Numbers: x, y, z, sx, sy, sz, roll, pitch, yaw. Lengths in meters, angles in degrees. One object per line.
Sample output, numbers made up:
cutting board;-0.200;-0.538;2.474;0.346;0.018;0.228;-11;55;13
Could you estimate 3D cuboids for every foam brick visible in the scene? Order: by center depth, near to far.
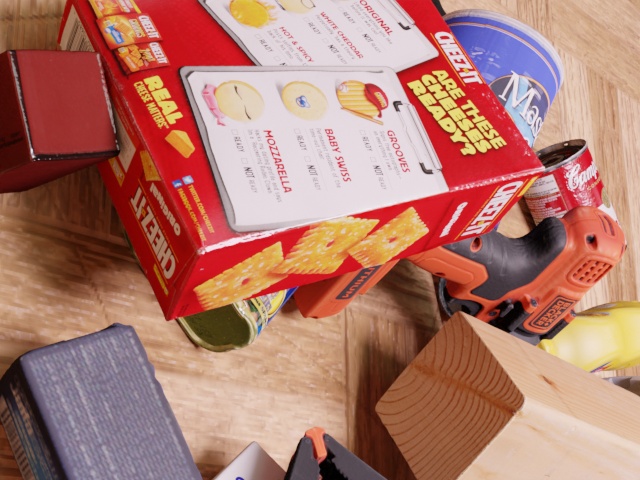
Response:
foam brick;-0.143;-0.054;0.505;0.051;0.078;0.053;-11;89;-51

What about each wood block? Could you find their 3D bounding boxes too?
wood block;0.150;0.135;0.710;0.205;0.090;0.091;26;20;-36

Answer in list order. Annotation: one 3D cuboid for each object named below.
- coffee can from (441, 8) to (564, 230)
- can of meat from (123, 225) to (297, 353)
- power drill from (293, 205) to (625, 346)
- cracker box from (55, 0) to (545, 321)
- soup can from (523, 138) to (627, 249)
coffee can;0.100;-0.077;0.755;0.102;0.103;0.140;41;65;-34
can of meat;-0.054;0.001;0.609;0.102;0.058;0.083;58;44;-18
power drill;0.079;0.031;0.700;0.187;0.185;0.057;14;42;-29
cracker box;-0.013;-0.063;0.571;0.213;0.072;0.164;-14;63;-32
soup can;0.219;-0.029;0.936;0.068;0.069;0.102;-41;110;-48
